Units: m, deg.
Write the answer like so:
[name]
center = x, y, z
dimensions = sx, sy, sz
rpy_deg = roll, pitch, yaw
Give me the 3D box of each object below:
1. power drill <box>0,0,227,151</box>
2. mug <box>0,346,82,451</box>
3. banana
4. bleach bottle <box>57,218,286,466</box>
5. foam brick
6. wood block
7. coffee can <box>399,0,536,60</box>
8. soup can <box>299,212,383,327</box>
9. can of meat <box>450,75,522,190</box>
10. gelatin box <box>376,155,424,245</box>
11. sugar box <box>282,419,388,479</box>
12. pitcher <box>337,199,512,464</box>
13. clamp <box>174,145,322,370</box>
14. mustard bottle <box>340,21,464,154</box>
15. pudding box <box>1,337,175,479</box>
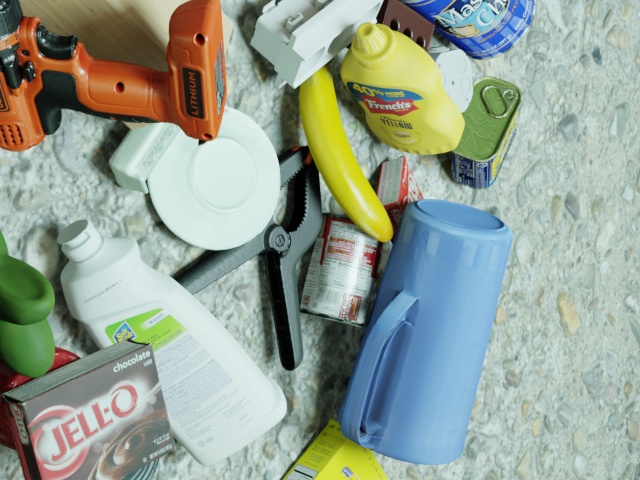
[power drill]
center = -0.162, -0.135, 0.742
dimensions = 0.184, 0.187, 0.057
rpy_deg = 89, 8, -50
[mug]
center = -0.226, 0.105, 0.808
dimensions = 0.093, 0.082, 0.117
rpy_deg = -26, 114, -40
[banana]
center = 0.019, -0.090, 1.011
dimensions = 0.069, 0.037, 0.198
rpy_deg = -11, 81, -39
[bleach bottle]
center = -0.131, 0.078, 0.900
dimensions = 0.102, 0.068, 0.250
rpy_deg = -34, 122, -3
[foam brick]
center = 0.069, -0.208, 1.080
dimensions = 0.078, 0.051, 0.053
rpy_deg = 20, 82, -45
[wood block]
center = -0.168, -0.187, 0.800
dimensions = 0.205, 0.090, 0.090
rpy_deg = 44, 45, -40
[coffee can]
center = 0.145, -0.264, 1.111
dimensions = 0.140, 0.103, 0.103
rpy_deg = 26, 78, -44
[soup can]
center = 0.022, 0.029, 1.057
dimensions = 0.068, 0.069, 0.102
rpy_deg = 18, 84, -45
[can of meat]
center = 0.182, -0.116, 1.183
dimensions = 0.102, 0.057, 0.084
rpy_deg = -63, 163, -17
[gelatin box]
center = 0.086, -0.033, 1.111
dimensions = 0.089, 0.030, 0.073
rpy_deg = -79, 147, -52
[sugar box]
center = -0.009, 0.277, 1.079
dimensions = 0.176, 0.048, 0.093
rpy_deg = -50, 128, -29
[pitcher]
center = 0.101, 0.089, 1.044
dimensions = 0.145, 0.149, 0.243
rpy_deg = 11, 106, -9
[clamp]
center = -0.057, 0.001, 0.995
dimensions = 0.164, 0.036, 0.210
rpy_deg = 25, 75, -38
[mustard bottle]
center = 0.072, -0.149, 1.022
dimensions = 0.058, 0.096, 0.191
rpy_deg = -68, 153, -15
[pudding box]
center = -0.168, 0.134, 0.782
dimensions = 0.113, 0.039, 0.090
rpy_deg = -25, 113, -40
